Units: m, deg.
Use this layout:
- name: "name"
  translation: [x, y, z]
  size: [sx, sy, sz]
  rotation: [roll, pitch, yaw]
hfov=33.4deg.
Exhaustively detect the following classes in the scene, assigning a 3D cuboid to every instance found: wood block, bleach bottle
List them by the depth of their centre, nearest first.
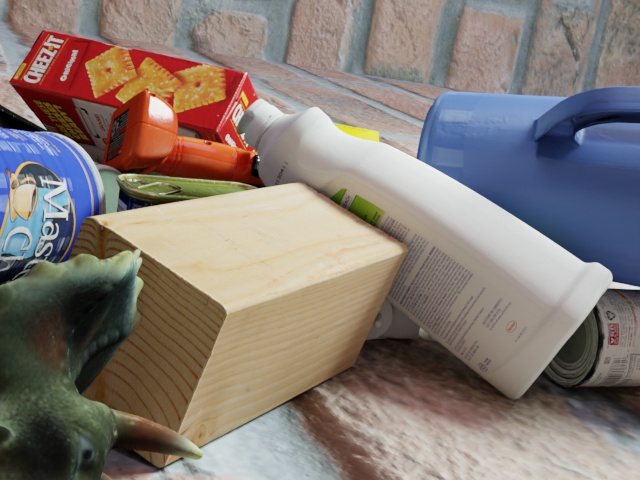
- name: "wood block"
  translation: [-0.045, 0.034, 0.583]
  size: [0.090, 0.091, 0.205]
  rotation: [32, 21, 20]
- name: "bleach bottle"
  translation: [0.052, -0.013, 0.678]
  size: [0.251, 0.103, 0.068]
  rotation: [38, 44, 12]

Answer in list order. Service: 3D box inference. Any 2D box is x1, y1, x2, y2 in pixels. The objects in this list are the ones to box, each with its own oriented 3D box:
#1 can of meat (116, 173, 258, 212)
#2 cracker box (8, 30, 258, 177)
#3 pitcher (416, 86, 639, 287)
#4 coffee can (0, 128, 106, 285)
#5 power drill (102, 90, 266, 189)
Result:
- name: "can of meat"
  translation: [-0.090, 0.004, 0.719]
  size: [0.101, 0.084, 0.058]
  rotation: [3, 15, -27]
- name: "cracker box"
  translation: [-0.148, -0.102, 0.971]
  size: [0.214, 0.072, 0.164]
  rotation: [16, -23, 22]
- name: "pitcher"
  translation: [0.188, -0.040, 0.709]
  size: [0.243, 0.149, 0.144]
  rotation: [8, 18, 15]
- name: "coffee can"
  translation: [-0.214, -0.021, 0.653]
  size: [0.103, 0.103, 0.140]
  rotation: [16, 7, 24]
- name: "power drill"
  translation: [-0.058, -0.058, 0.798]
  size: [0.187, 0.057, 0.185]
  rotation: [15, -12, -24]
